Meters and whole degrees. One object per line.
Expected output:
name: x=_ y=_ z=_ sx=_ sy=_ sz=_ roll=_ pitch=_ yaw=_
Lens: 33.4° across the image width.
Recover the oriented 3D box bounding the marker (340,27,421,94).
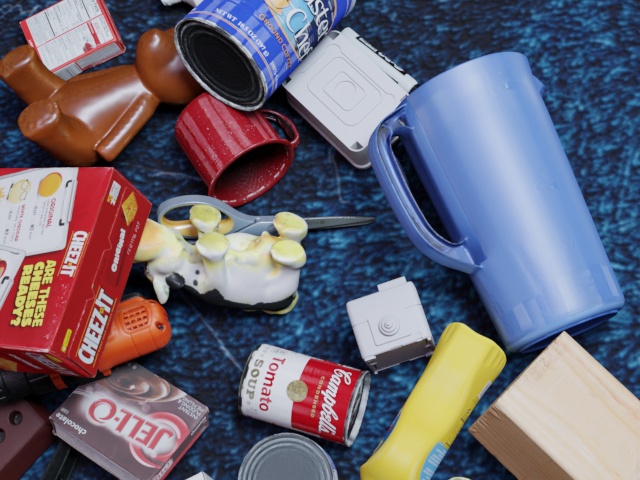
marker: x=0.066 y=-0.165 z=1.035 sx=0.121 sy=0.020 sz=0.020 roll=41 pitch=85 yaw=17

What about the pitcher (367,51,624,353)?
pitcher: x=0.155 y=-0.028 z=0.924 sx=0.149 sy=0.144 sz=0.243 roll=-27 pitch=74 yaw=20

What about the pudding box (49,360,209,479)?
pudding box: x=-0.170 y=0.163 z=0.958 sx=0.113 sy=0.039 sz=0.090 roll=28 pitch=53 yaw=17

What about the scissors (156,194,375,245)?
scissors: x=-0.057 y=0.001 z=1.004 sx=0.201 sy=0.096 sz=0.016 roll=9 pitch=36 yaw=-14

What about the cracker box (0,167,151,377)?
cracker box: x=-0.265 y=0.024 z=0.911 sx=0.214 sy=0.072 sz=0.164 roll=2 pitch=65 yaw=29

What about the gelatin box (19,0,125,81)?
gelatin box: x=-0.255 y=-0.210 z=1.098 sx=0.089 sy=0.030 sz=0.073 roll=-27 pitch=71 yaw=2

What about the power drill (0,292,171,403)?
power drill: x=-0.244 y=0.050 z=0.982 sx=0.184 sy=0.057 sz=0.188 roll=-19 pitch=59 yaw=-6

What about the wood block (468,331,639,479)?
wood block: x=0.231 y=0.185 z=0.852 sx=0.206 sy=0.091 sz=0.090 roll=44 pitch=67 yaw=11

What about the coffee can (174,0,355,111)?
coffee can: x=-0.048 y=-0.201 z=0.960 sx=0.103 sy=0.103 sz=0.140 roll=32 pitch=64 yaw=16

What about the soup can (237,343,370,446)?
soup can: x=-0.014 y=0.135 z=0.941 sx=0.102 sy=0.068 sz=0.068 roll=14 pitch=77 yaw=14

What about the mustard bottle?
mustard bottle: x=0.085 y=0.165 z=0.900 sx=0.058 sy=0.096 sz=0.191 roll=31 pitch=82 yaw=15

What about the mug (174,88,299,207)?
mug: x=-0.075 y=-0.095 z=1.011 sx=0.117 sy=0.093 sz=0.081 roll=-22 pitch=64 yaw=-29

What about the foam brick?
foam brick: x=-0.286 y=0.182 z=0.983 sx=0.053 sy=0.051 sz=0.078 roll=41 pitch=85 yaw=18

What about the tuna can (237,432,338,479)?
tuna can: x=-0.028 y=0.214 z=0.939 sx=0.086 sy=0.033 sz=0.086 roll=-3 pitch=74 yaw=9
